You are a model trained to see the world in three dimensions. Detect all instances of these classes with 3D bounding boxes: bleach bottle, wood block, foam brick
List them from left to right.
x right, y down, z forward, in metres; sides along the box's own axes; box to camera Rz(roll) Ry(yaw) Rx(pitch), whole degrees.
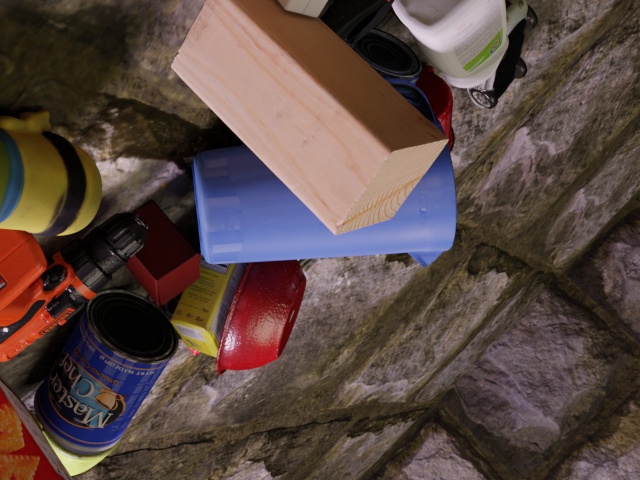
[{"bbox_3d":[-0.157,0.012,1.021,0.051,0.078,0.053,-34,158,-23],"label":"foam brick"},{"bbox_3d":[-0.012,-0.111,0.864,0.090,0.206,0.090,-16,147,-54],"label":"wood block"},{"bbox_3d":[0.139,-0.206,1.071,0.102,0.068,0.250,-41,163,2],"label":"bleach bottle"}]

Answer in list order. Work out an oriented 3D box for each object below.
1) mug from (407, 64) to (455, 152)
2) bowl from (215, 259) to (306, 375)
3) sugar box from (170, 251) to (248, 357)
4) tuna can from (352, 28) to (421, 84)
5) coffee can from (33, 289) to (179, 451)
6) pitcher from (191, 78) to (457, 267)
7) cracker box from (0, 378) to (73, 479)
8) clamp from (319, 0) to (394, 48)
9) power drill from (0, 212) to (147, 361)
[{"bbox_3d":[0.113,-0.150,1.227,0.081,0.093,0.117,84,24,-60],"label":"mug"},{"bbox_3d":[-0.055,0.073,1.124,0.162,0.055,0.162,20,89,-84],"label":"bowl"},{"bbox_3d":[-0.096,0.025,1.110,0.093,0.048,0.176,80,27,-67],"label":"sugar box"},{"bbox_3d":[0.055,-0.173,1.050,0.085,0.086,0.034,-22,149,-46],"label":"tuna can"},{"bbox_3d":[-0.223,0.135,1.106,0.102,0.103,0.140,-14,145,-54],"label":"coffee can"},{"bbox_3d":[0.002,-0.053,1.018,0.242,0.149,0.145,-6,156,-6],"label":"pitcher"},{"bbox_3d":[-0.281,0.232,1.022,0.072,0.214,0.164,-34,159,-15],"label":"cracker box"},{"bbox_3d":[0.002,-0.178,0.962,0.172,0.039,0.120,-46,176,37],"label":"clamp"},{"bbox_3d":[-0.237,0.032,0.894,0.184,0.057,0.187,-41,170,0],"label":"power drill"}]
